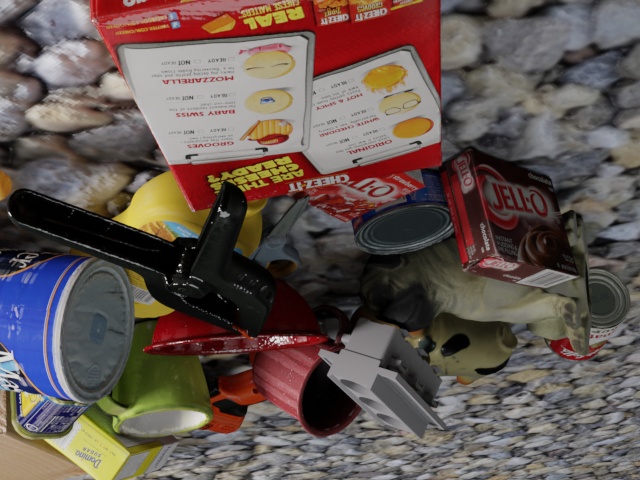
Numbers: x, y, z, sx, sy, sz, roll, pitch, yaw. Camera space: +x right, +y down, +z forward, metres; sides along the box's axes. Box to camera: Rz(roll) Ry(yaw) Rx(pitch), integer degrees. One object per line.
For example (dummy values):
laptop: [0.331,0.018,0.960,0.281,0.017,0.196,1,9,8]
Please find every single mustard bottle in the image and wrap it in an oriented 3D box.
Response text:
mustard bottle: [-0.099,-0.007,0.778,0.096,0.058,0.192,25,140,-32]

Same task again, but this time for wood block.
wood block: [-0.309,0.180,1.066,0.091,0.090,0.206,-14,156,7]

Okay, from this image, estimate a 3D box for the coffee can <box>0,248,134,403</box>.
coffee can: [-0.219,0.057,0.763,0.140,0.103,0.102,5,160,18]

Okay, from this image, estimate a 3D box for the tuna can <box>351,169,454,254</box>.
tuna can: [0.066,-0.022,0.845,0.086,0.034,0.086,-9,156,-4]

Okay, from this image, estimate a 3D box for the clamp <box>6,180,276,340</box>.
clamp: [-0.098,0.015,0.715,0.165,0.036,0.210,4,156,18]

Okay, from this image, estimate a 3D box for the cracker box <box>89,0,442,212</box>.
cracker box: [-0.019,-0.102,0.589,0.164,0.072,0.213,-10,157,3]

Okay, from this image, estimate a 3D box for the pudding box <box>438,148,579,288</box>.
pudding box: [0.146,-0.014,0.829,0.039,0.090,0.113,-28,152,36]

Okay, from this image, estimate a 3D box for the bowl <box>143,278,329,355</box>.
bowl: [-0.074,0.066,0.928,0.162,0.055,0.162,-4,171,-1]

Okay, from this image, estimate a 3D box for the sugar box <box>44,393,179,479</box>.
sugar box: [-0.211,0.197,1.075,0.048,0.093,0.176,-54,169,-3]

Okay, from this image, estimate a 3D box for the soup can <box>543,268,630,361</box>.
soup can: [0.277,0.078,1.116,0.068,0.068,0.102,-8,155,-6]

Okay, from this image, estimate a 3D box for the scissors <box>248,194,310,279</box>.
scissors: [-0.055,0.001,0.837,0.096,0.016,0.202,-4,164,-2]

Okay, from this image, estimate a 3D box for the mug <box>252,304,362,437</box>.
mug: [-0.008,0.117,1.019,0.093,0.117,0.082,12,-172,-44]

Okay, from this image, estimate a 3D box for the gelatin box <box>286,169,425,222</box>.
gelatin box: [0.022,-0.048,0.773,0.073,0.030,0.089,-24,153,27]

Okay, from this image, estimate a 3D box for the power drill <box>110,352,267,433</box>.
power drill: [-0.103,0.148,1.127,0.188,0.057,0.184,-24,150,32]

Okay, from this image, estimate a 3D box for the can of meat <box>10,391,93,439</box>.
can of meat: [-0.232,0.112,0.936,0.057,0.102,0.084,6,149,-32]
